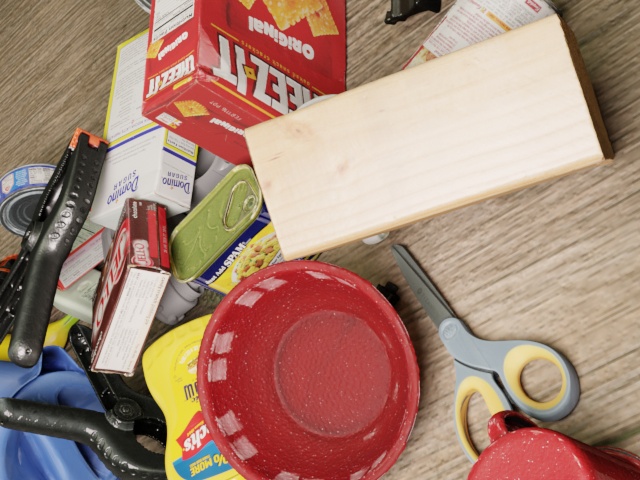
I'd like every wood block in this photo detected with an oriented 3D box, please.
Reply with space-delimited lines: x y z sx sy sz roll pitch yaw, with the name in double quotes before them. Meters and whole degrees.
"wood block" 0.070 -0.060 0.679 0.206 0.090 0.090 -18 88 19

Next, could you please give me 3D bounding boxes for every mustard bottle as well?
"mustard bottle" -0.070 0.146 0.791 0.096 0.058 0.192 -23 51 3

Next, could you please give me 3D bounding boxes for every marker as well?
"marker" 0.020 0.082 0.769 0.121 0.020 0.020 -57 41 6

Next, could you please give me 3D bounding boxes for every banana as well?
"banana" -0.313 0.103 1.088 0.198 0.037 0.069 -5 37 41

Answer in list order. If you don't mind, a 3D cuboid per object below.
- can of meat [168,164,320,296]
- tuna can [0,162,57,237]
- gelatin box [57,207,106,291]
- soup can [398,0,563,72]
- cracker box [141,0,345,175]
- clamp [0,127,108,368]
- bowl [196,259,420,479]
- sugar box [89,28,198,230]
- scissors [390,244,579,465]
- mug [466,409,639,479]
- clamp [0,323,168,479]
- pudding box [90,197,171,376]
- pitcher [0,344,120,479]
"can of meat" -0.055 0.001 0.839 0.102 0.083 0.057 -44 44 20
"tuna can" -0.290 -0.039 1.099 0.086 0.086 0.034 -36 49 27
"gelatin box" -0.239 0.007 1.036 0.089 0.030 0.073 -42 34 -24
"soup can" 0.113 -0.138 0.754 0.102 0.068 0.069 -51 42 12
"cracker box" -0.054 -0.168 0.867 0.072 0.164 0.213 -25 53 38
"clamp" -0.235 0.007 0.902 0.165 0.036 0.210 -10 59 58
"bowl" -0.002 0.094 0.730 0.162 0.055 0.162 0 89 22
"sugar box" -0.145 -0.100 0.920 0.094 0.048 0.176 -17 62 41
"scissors" 0.105 0.058 0.698 0.096 0.016 0.202 -35 48 26
"mug" 0.127 0.140 0.582 0.093 0.081 0.117 -43 45 21
"clamp" -0.159 0.135 0.844 0.039 0.171 0.120 -57 6 43
"pudding box" -0.152 0.037 0.846 0.090 0.039 0.114 -103 30 -52
"pitcher" -0.284 0.179 0.956 0.243 0.145 0.149 1 49 50
